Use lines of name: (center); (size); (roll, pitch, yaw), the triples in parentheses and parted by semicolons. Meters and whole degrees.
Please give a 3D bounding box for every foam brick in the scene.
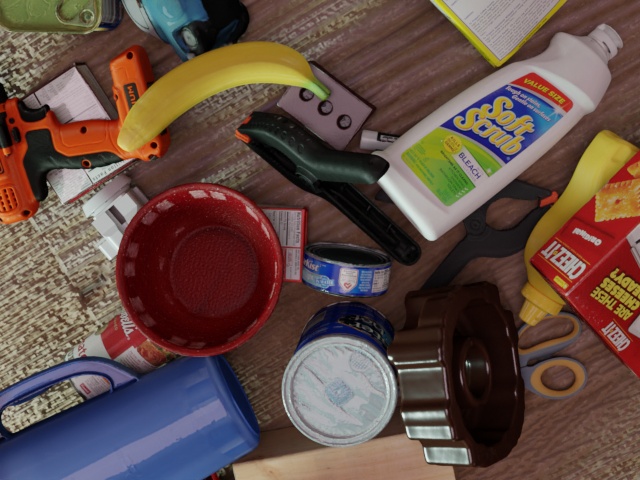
foam brick: (0.007, -0.127, 1.010); (0.078, 0.051, 0.053); (36, 101, -2)

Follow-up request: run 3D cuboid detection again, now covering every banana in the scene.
banana: (-0.092, -0.137, 0.953); (0.197, 0.037, 0.069); (-16, 75, -9)

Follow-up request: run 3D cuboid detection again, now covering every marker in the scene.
marker: (0.099, -0.088, 1.024); (0.121, 0.020, 0.020); (9, 100, 4)

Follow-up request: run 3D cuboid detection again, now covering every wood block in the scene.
wood block: (0.029, 0.229, 1.050); (0.206, 0.090, 0.090); (-12, 99, 7)

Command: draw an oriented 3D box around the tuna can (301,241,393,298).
tuna can: (0.025, 0.028, 1.018); (0.086, 0.086, 0.034); (8, 102, 4)

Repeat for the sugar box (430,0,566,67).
sugar box: (0.132, -0.243, 0.943); (0.093, 0.048, 0.176); (-45, 121, 10)

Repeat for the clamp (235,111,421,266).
clamp: (0.005, -0.058, 0.992); (0.210, 0.164, 0.036); (31, 72, 36)

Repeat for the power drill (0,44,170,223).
power drill: (-0.245, -0.122, 0.993); (0.188, 0.057, 0.184); (-14, 103, 7)

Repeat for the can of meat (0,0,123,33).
can of meat: (-0.242, -0.223, 1.001); (0.102, 0.084, 0.057); (2, 100, 5)

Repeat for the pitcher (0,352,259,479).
pitcher: (-0.190, 0.190, 1.007); (0.243, 0.145, 0.149); (-28, 141, 1)

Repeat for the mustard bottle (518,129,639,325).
mustard bottle: (0.247, -0.002, 0.999); (0.096, 0.058, 0.192); (25, 104, -32)

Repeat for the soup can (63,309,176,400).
soup can: (-0.196, 0.111, 1.062); (0.102, 0.068, 0.068); (-36, 95, 11)

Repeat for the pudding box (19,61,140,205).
pudding box: (-0.241, -0.105, 1.045); (0.090, 0.039, 0.113); (-31, 98, 8)

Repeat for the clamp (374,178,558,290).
clamp: (0.145, -0.005, 1.024); (0.171, 0.039, 0.120); (-9, 99, 9)

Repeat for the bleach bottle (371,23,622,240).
bleach bottle: (0.167, -0.114, 0.980); (0.251, 0.068, 0.102); (-40, 87, -1)

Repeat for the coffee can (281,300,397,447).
coffee can: (0.023, 0.122, 1.006); (0.103, 0.140, 0.103); (1, 100, 5)

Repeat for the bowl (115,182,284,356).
bowl: (-0.108, 0.028, 1.007); (0.162, 0.055, 0.162); (-1, 86, 11)

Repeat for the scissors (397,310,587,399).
scissors: (0.175, 0.141, 1.058); (0.202, 0.016, 0.096); (-31, 94, 10)

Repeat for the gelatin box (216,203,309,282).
gelatin box: (-0.057, 0.001, 1.050); (0.089, 0.030, 0.073); (3, 99, 6)
